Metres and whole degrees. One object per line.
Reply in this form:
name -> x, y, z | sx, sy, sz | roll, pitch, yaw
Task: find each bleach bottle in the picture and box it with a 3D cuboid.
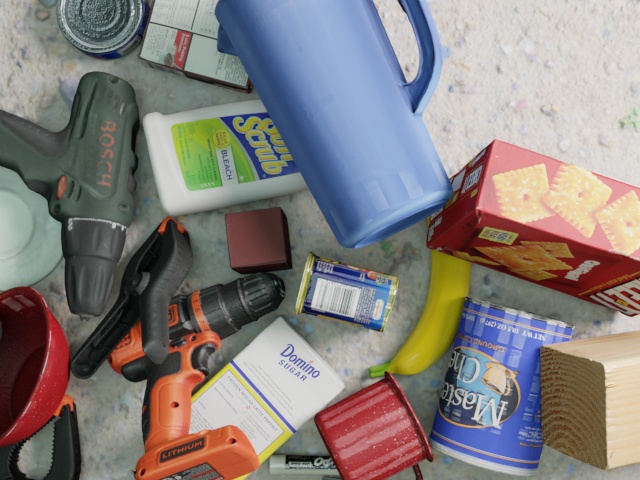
bleach bottle -> -0.032, -0.096, 1.002 | 0.251, 0.068, 0.102 | -13, 87, 0

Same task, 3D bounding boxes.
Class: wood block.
wood block -> 0.301, 0.128, 0.925 | 0.205, 0.090, 0.091 | -5, 97, -24

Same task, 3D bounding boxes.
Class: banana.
banana -> 0.106, 0.046, 1.006 | 0.069, 0.037, 0.198 | 18, 91, 2

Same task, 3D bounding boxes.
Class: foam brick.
foam brick -> -0.056, 0.001, 0.991 | 0.053, 0.078, 0.051 | -6, 84, 2

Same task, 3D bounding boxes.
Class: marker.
marker -> 0.012, 0.215, 1.019 | 0.121, 0.020, 0.020 | 0, 90, 2

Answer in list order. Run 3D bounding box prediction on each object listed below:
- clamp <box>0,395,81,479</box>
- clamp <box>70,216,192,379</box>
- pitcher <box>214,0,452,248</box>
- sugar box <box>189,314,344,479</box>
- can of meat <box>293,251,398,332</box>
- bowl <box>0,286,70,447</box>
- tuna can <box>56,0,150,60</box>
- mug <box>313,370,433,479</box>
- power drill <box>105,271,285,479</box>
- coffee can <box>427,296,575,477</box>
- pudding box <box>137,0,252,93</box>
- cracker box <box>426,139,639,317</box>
clamp -> -0.301, 0.242, 1.026 | 0.164, 0.036, 0.210 | 20, 88, 4
clamp -> -0.169, 0.055, 0.985 | 0.120, 0.171, 0.039 | -17, 130, 29
pitcher -> 0.025, -0.126, 0.910 | 0.144, 0.149, 0.243 | -23, 83, -21
sugar box -> -0.071, 0.162, 1.011 | 0.176, 0.048, 0.093 | -41, 88, -2
can of meat -> 0.023, 0.048, 0.979 | 0.084, 0.102, 0.057 | 14, 90, 1
bowl -> -0.283, 0.127, 0.992 | 0.162, 0.055, 0.162 | -22, 53, 33
tuna can -> -0.209, -0.218, 1.024 | 0.086, 0.034, 0.086 | 0, 90, 3
mug -> 0.051, 0.189, 0.977 | 0.081, 0.093, 0.117 | -26, 99, -6
power drill -> -0.105, 0.126, 0.959 | 0.184, 0.057, 0.187 | -24, 47, 12
coffee can -> 0.164, 0.131, 0.970 | 0.103, 0.103, 0.140 | 15, 90, 3
pudding box -> -0.109, -0.198, 1.017 | 0.113, 0.039, 0.090 | 15, 90, 1
cracker box -> 0.214, -0.003, 0.919 | 0.213, 0.164, 0.072 | 19, 76, -5
